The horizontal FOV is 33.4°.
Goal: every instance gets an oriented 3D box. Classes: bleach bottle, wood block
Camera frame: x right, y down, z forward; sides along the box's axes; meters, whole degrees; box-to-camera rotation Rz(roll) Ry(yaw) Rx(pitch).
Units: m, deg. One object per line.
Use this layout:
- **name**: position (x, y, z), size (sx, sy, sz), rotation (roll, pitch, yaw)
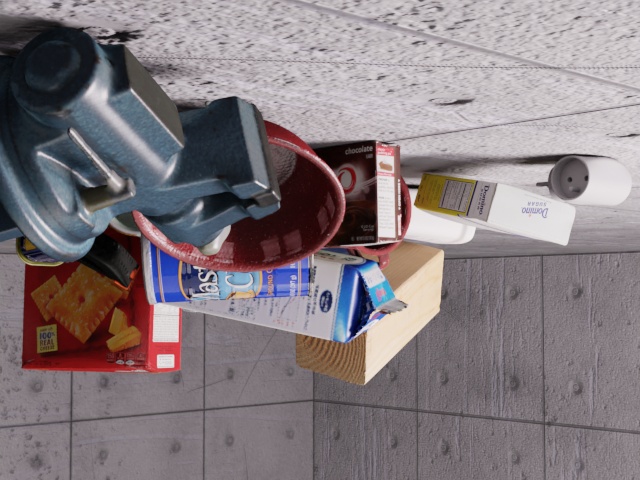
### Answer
- **bleach bottle**: position (0.055, -0.037, 1.263), size (0.250, 0.068, 0.103), rotation (4, 177, -28)
- **wood block**: position (0.061, 0.077, 1.253), size (0.091, 0.090, 0.205), rotation (13, -154, 26)

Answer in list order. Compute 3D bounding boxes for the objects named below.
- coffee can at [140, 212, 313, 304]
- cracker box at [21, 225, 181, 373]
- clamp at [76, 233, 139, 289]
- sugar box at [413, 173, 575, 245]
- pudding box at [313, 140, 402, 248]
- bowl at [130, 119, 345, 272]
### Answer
- **coffee can**: position (-0.080, 0.001, 0.919), size (0.140, 0.103, 0.103), rotation (-3, 177, -4)
- **cracker box**: position (-0.234, 0.033, 1.144), size (0.164, 0.214, 0.072), rotation (-2, 175, 23)
- **clamp**: position (-0.235, -0.013, 0.958), size (0.165, 0.036, 0.209), rotation (10, 158, 49)
- **sugar box**: position (0.173, -0.035, 1.084), size (0.093, 0.048, 0.176), rotation (15, 179, -20)
- **pudding box**: position (0.021, -0.039, 0.967), size (0.114, 0.090, 0.039), rotation (-4, 177, 43)
- **bowl**: position (-0.062, -0.044, 0.814), size (0.162, 0.055, 0.162), rotation (-1, 141, -1)
